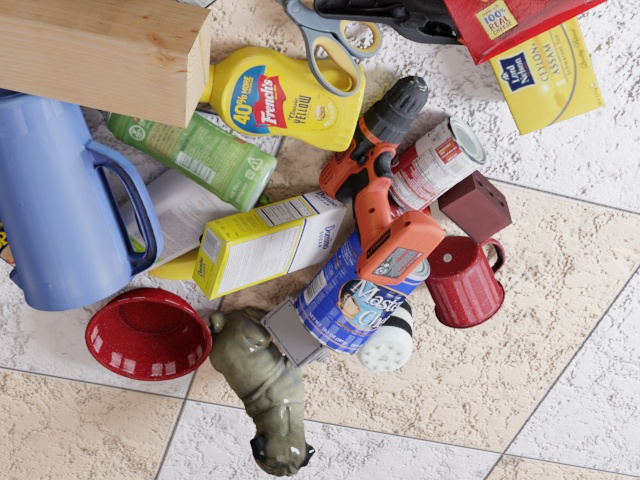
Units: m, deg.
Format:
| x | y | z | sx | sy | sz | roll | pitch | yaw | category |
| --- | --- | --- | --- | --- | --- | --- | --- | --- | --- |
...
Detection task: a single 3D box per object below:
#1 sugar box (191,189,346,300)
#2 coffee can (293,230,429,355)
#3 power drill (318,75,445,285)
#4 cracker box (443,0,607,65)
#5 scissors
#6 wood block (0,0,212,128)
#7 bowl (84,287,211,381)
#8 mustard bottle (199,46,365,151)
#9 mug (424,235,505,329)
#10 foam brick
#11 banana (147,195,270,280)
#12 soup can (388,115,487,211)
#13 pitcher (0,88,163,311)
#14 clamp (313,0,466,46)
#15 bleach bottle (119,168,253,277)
| x | y | z | sx | sy | sz | roll | pitch | yaw | category |
| --- | --- | --- | --- | --- | --- | --- | --- | --- | --- |
| -0.058 | 0.001 | 1.236 | 0.175 | 0.048 | 0.093 | -20 | 145 | -38 | sugar box |
| 0.050 | 0.055 | 1.295 | 0.102 | 0.103 | 0.140 | 28 | 116 | -26 | coffee can |
| 0.074 | -0.061 | 1.148 | 0.057 | 0.187 | 0.185 | 12 | 136 | -29 | power drill |
| 0.169 | -0.291 | 0.966 | 0.164 | 0.072 | 0.213 | -24 | 107 | 18 | cracker box |
| -0.008 | -0.241 | 1.083 | 0.096 | 0.016 | 0.201 | -38 | 107 | -15 | scissors |
| -0.219 | -0.191 | 1.048 | 0.206 | 0.090 | 0.091 | 12 | 133 | 3 | wood block |
| -0.221 | 0.112 | 1.383 | 0.162 | 0.055 | 0.162 | -1 | 133 | -1 | bowl |
| -0.054 | -0.156 | 1.138 | 0.191 | 0.058 | 0.096 | 9 | 123 | -10 | mustard bottle |
| 0.182 | 0.042 | 1.322 | 0.117 | 0.093 | 0.081 | -36 | 126 | -11 | mug |
| 0.180 | -0.045 | 1.257 | 0.051 | 0.053 | 0.078 | -34 | 127 | 26 | foam brick |
| -0.120 | 0.007 | 1.304 | 0.198 | 0.037 | 0.069 | -31 | 121 | 24 | banana |
| 0.128 | -0.085 | 1.206 | 0.102 | 0.068 | 0.068 | -37 | 124 | 27 | soup can |
| -0.279 | -0.057 | 1.146 | 0.149 | 0.145 | 0.243 | -26 | 119 | -25 | pitcher |
| 0.092 | -0.235 | 1.057 | 0.171 | 0.039 | 0.120 | 8 | 168 | -27 | clamp |
| -0.204 | -0.016 | 1.262 | 0.251 | 0.068 | 0.102 | -28 | 129 | 24 | bleach bottle |
